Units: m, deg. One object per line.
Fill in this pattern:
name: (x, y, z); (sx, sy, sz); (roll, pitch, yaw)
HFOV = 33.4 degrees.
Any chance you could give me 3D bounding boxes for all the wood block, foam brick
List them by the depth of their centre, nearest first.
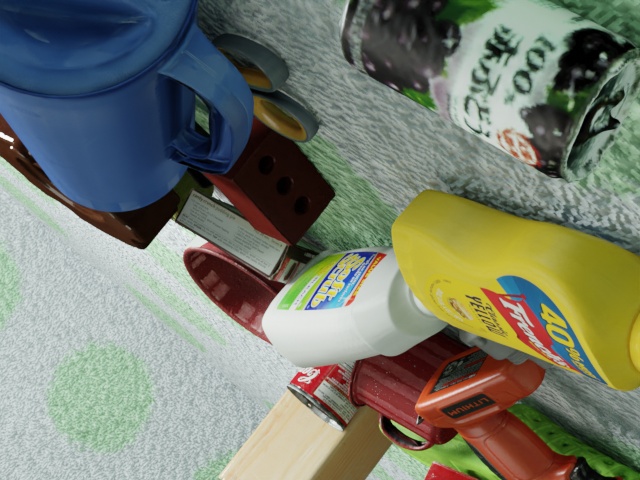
foam brick: (-0.038, -0.044, 0.754); (0.051, 0.053, 0.078); (23, 160, 52)
wood block: (0.008, 0.194, 1.074); (0.090, 0.206, 0.090); (30, 164, 37)

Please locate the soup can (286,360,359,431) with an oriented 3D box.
soup can: (0.026, 0.119, 1.008); (0.068, 0.102, 0.068); (37, 167, 10)

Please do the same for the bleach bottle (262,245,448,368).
bleach bottle: (0.039, 0.041, 0.763); (0.068, 0.102, 0.251); (48, 159, -8)

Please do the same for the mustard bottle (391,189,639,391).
mustard bottle: (0.122, 0.030, 0.544); (0.192, 0.058, 0.096); (20, 152, 54)

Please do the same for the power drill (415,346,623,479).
power drill: (0.169, 0.149, 0.730); (0.187, 0.057, 0.185); (50, 136, -9)

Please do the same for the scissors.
scissors: (-0.066, -0.104, 0.709); (0.096, 0.016, 0.202); (46, 166, -26)

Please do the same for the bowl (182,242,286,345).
bowl: (-0.057, 0.043, 1.058); (0.162, 0.055, 0.162); (32, 158, 14)

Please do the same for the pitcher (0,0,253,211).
pitcher: (-0.124, -0.094, 0.629); (0.243, 0.145, 0.149); (104, 153, -74)

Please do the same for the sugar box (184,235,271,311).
sugar box: (-0.065, 0.055, 1.173); (0.176, 0.048, 0.093); (47, 165, -14)

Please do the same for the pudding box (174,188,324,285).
pudding box: (-0.056, 0.001, 0.915); (0.114, 0.039, 0.090); (27, -177, 28)

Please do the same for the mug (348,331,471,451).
mug: (0.080, 0.122, 0.868); (0.082, 0.093, 0.117); (27, 121, 27)
